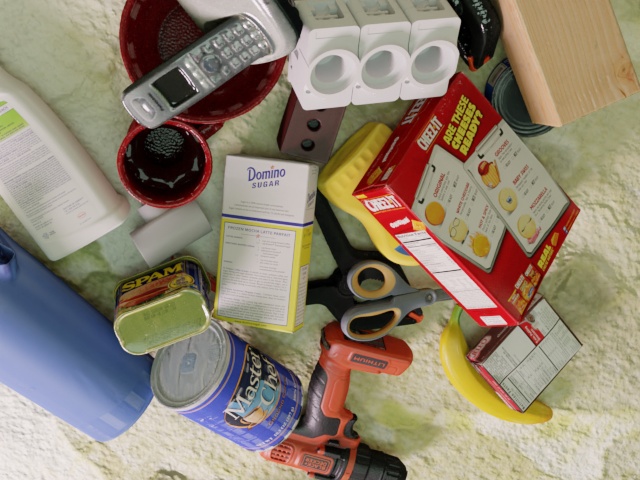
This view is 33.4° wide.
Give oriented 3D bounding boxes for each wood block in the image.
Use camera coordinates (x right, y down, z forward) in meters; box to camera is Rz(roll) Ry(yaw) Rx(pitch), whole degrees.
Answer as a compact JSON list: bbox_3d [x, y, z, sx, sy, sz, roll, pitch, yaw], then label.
[{"bbox_3d":[0.224,-0.225,1.043,0.091,0.090,0.206,-24,101,-3],"label":"wood block"}]

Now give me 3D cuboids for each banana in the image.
[{"bbox_3d":[0.196,0.164,1.250,0.070,0.037,0.197,-38,112,9],"label":"banana"}]

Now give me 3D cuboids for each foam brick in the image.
[{"bbox_3d":[-0.009,-0.125,1.098,0.053,0.051,0.078,13,110,-12],"label":"foam brick"}]

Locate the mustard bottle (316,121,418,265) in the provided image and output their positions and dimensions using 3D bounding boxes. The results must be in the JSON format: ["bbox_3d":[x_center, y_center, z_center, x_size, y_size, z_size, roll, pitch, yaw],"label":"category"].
[{"bbox_3d":[0.090,-0.030,1.144,0.096,0.058,0.191,-48,112,-8],"label":"mustard bottle"}]

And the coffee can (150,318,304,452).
[{"bbox_3d":[-0.098,0.157,1.147,0.103,0.103,0.140,-42,135,9],"label":"coffee can"}]

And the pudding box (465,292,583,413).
[{"bbox_3d":[0.234,0.127,1.222,0.113,0.039,0.090,-45,113,-9],"label":"pudding box"}]

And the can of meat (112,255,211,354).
[{"bbox_3d":[-0.163,0.068,1.103,0.102,0.084,0.057,-21,113,0],"label":"can of meat"}]

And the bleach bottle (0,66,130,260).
[{"bbox_3d":[-0.298,-0.106,1.062,0.102,0.068,0.250,-29,110,5],"label":"bleach bottle"}]

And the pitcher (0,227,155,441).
[{"bbox_3d":[-0.296,0.108,1.123,0.242,0.149,0.145,42,86,-24],"label":"pitcher"}]

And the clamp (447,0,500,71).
[{"bbox_3d":[0.140,-0.243,1.041,0.039,0.120,0.171,-38,117,-12],"label":"clamp"}]

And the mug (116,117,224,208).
[{"bbox_3d":[-0.147,-0.096,1.075,0.117,0.081,0.093,-36,112,7],"label":"mug"}]

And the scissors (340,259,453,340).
[{"bbox_3d":[0.107,0.047,1.174,0.201,0.016,0.096,-23,109,-22],"label":"scissors"}]

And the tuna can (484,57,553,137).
[{"bbox_3d":[0.218,-0.154,1.126,0.086,0.034,0.086,-3,112,-7],"label":"tuna can"}]

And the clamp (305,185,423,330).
[{"bbox_3d":[0.017,0.049,1.179,0.209,0.036,0.165,33,102,-21],"label":"clamp"}]

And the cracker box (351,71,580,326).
[{"bbox_3d":[0.155,-0.039,1.105,0.213,0.072,0.164,44,62,-20],"label":"cracker box"}]

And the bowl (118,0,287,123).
[{"bbox_3d":[-0.114,-0.194,1.041,0.162,0.055,0.162,-1,95,-8],"label":"bowl"}]

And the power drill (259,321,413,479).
[{"bbox_3d":[0.039,0.197,1.231,0.184,0.057,0.188,16,109,-14],"label":"power drill"}]

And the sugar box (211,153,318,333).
[{"bbox_3d":[-0.057,0.001,1.112,0.093,0.048,0.176,8,96,15],"label":"sugar box"}]
